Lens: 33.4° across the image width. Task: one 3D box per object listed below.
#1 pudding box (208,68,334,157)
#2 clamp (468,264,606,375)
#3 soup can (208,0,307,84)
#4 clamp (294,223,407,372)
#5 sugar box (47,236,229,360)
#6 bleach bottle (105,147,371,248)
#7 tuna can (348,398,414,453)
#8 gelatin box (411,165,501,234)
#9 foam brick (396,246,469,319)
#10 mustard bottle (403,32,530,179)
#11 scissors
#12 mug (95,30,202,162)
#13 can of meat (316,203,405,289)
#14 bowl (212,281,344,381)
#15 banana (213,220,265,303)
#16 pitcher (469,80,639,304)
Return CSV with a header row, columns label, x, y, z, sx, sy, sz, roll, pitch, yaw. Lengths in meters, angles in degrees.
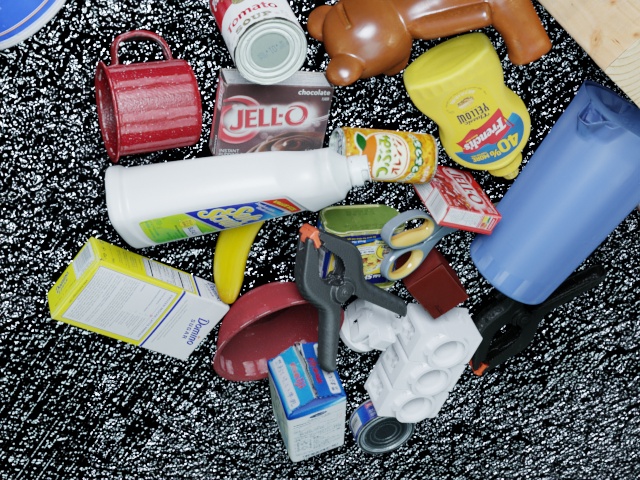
label,x,y,z,sx,sy,sz,roll,pitch,yaw
pudding box,-0.050,-0.124,1.064,0.113,0.039,0.090,-3,130,-19
clamp,0.249,0.084,1.366,0.164,0.036,0.210,27,112,-35
soup can,-0.057,-0.193,0.957,0.068,0.102,0.068,-11,133,-12
clamp,0.014,0.061,1.156,0.120,0.039,0.171,-47,121,-15
sugar box,-0.198,0.067,1.170,0.176,0.048,0.093,23,118,-40
bleach bottle,-0.076,-0.052,1.051,0.251,0.068,0.102,-10,160,4
tuna can,0.084,0.250,1.448,0.086,0.034,0.086,-11,132,-12
gelatin box,0.147,-0.048,1.173,0.073,0.089,0.030,11,123,-29
foam brick,0.132,0.046,1.277,0.053,0.051,0.078,-33,133,10
mustard bottle,0.169,-0.128,1.132,0.096,0.058,0.191,-26,135,15
scissors,0.138,-0.002,1.217,0.201,0.016,0.096,-5,126,-42
mug,-0.160,-0.135,0.987,0.081,0.093,0.117,-10,96,-20
can of meat,0.041,0.008,1.204,0.102,0.057,0.084,-4,128,-19
bowl,-0.056,0.096,1.227,0.162,0.055,0.162,-19,150,-12
banana,-0.069,-0.014,1.141,0.069,0.037,0.198,44,117,3
pitcher,0.285,-0.046,1.201,0.149,0.145,0.243,32,116,-7
